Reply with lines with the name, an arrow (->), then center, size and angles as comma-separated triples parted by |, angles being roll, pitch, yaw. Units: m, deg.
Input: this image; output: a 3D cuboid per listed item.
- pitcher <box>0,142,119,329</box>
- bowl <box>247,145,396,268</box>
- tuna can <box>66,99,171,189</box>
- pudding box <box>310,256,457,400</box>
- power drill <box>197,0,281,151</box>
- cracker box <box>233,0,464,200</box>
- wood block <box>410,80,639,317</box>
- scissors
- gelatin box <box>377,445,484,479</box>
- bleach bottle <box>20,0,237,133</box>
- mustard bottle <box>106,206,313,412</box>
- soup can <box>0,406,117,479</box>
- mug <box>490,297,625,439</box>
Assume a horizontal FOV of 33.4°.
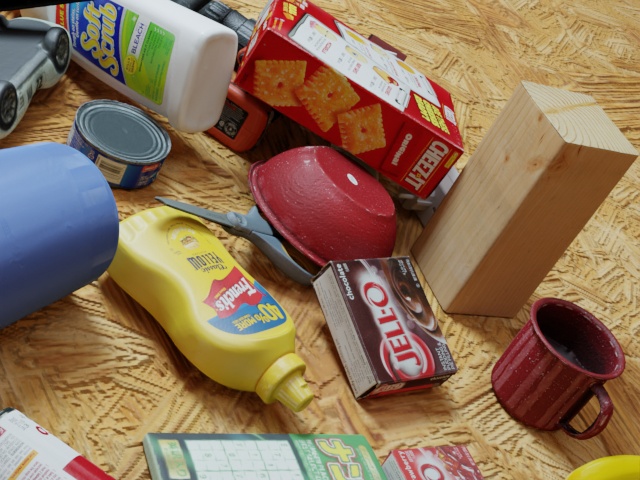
pitcher -> -0.245, 0.000, 0.673 | 0.145, 0.149, 0.242 | 41, 31, 14
bowl -> 0.015, -0.035, 0.960 | 0.162, 0.055, 0.162 | 33, 24, -17
tuna can -> -0.176, -0.083, 0.927 | 0.086, 0.034, 0.086 | 20, 35, -15
pudding box -> 0.052, 0.070, 0.878 | 0.089, 0.039, 0.113 | -2, 59, -40
power drill -> -0.081, -0.173, 1.096 | 0.184, 0.057, 0.187 | 34, 34, 5
cracker box -> 0.028, -0.146, 1.032 | 0.213, 0.072, 0.164 | 31, 24, -13
wood block -> 0.180, -0.033, 0.979 | 0.090, 0.206, 0.090 | 7, 40, -31
scissors -> -0.056, 0.001, 0.873 | 0.096, 0.016, 0.201 | 52, 19, 13
gelatin box -> 0.092, 0.193, 0.776 | 0.073, 0.030, 0.089 | 4, 42, -34
bleach bottle -> -0.197, -0.191, 0.992 | 0.251, 0.103, 0.068 | 27, 21, 25
mustard bottle -> -0.075, 0.056, 0.802 | 0.192, 0.058, 0.096 | 45, 29, 20
soup can -> -0.156, 0.150, 0.607 | 0.102, 0.069, 0.068 | 34, 34, 5
mug -> 0.206, 0.118, 0.915 | 0.093, 0.082, 0.117 | 0, 44, -38
